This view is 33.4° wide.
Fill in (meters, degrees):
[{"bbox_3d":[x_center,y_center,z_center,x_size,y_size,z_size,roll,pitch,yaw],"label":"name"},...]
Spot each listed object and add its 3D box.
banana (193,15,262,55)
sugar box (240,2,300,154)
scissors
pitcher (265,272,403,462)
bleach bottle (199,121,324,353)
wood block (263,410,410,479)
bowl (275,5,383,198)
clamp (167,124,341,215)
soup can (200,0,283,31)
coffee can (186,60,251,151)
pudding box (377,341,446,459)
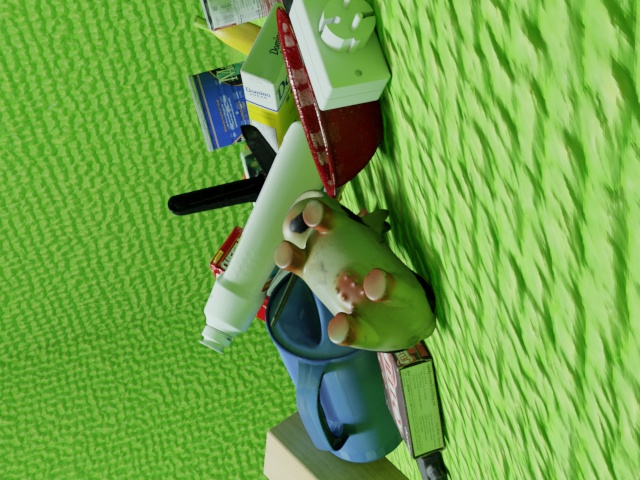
[{"bbox_3d":[-0.065,-0.226,1.248,0.070,0.037,0.197,33,-172,29],"label":"banana"},{"bbox_3d":[-0.044,-0.173,1.178,0.176,0.048,0.093,91,-157,-71],"label":"sugar box"},{"bbox_3d":[-0.002,-0.020,0.992,0.096,0.016,0.201,106,-172,-50],"label":"scissors"},{"bbox_3d":[0.027,0.148,1.161,0.145,0.149,0.243,49,164,40],"label":"pitcher"},{"bbox_3d":[-0.057,0.001,1.129,0.251,0.068,0.102,-63,-1,-7],"label":"bleach bottle"},{"bbox_3d":[0.033,0.295,1.260,0.206,0.090,0.091,39,141,30],"label":"wood block"},{"bbox_3d":[0.012,-0.118,0.869,0.162,0.055,0.162,164,90,-86],"label":"bowl"},{"bbox_3d":[-0.065,-0.064,1.255,0.209,0.165,0.036,13,-128,-47],"label":"clamp"},{"bbox_3d":[-0.078,-0.270,1.147,0.068,0.102,0.068,164,90,-86],"label":"soup can"},{"bbox_3d":[-0.093,-0.184,1.396,0.103,0.140,0.103,164,90,-86],"label":"coffee can"},{"bbox_3d":[0.083,0.135,1.011,0.090,0.039,0.113,-114,9,-59],"label":"pudding box"}]
